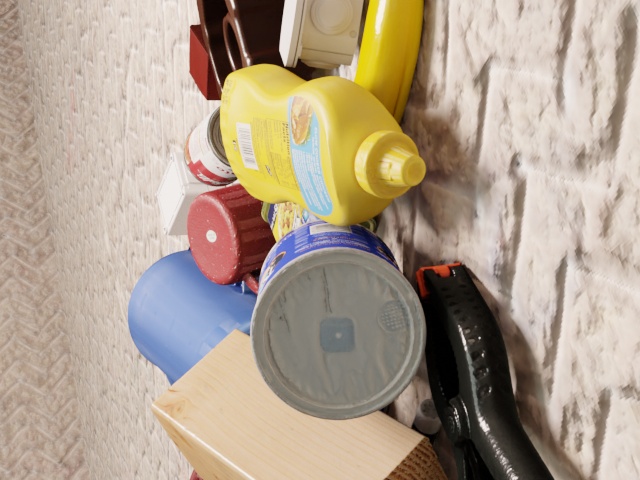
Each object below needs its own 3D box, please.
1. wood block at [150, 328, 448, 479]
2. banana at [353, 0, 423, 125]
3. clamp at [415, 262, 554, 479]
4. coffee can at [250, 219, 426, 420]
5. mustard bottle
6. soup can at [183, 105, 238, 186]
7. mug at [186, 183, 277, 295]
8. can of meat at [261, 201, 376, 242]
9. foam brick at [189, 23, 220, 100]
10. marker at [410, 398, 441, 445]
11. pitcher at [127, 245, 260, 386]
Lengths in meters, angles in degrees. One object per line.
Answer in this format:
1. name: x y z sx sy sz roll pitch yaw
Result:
1. wood block: -0.013 0.151 0.732 0.206 0.090 0.090 22 147 48
2. banana: 0.036 -0.112 0.718 0.198 0.037 0.070 107 150 -48
3. clamp: 0.095 0.104 0.609 0.165 0.036 0.210 111 150 -66
4. coffee can: 0.009 0.045 0.686 0.140 0.103 0.103 -99 6 -81
5. mustard bottle: 0.003 -0.060 0.697 0.192 0.058 0.096 22 126 55
6. soup can: -0.088 -0.093 1.028 0.102 0.068 0.068 162 101 -70
7. mug: -0.056 0.001 0.916 0.117 0.081 0.093 62 142 17
8. can of meat: -0.002 -0.018 0.826 0.102 0.057 0.084 107 148 -49
9. foam brick: -0.095 -0.175 1.045 0.078 0.053 0.051 -124 34 -53
10. marker: 0.064 0.154 0.745 0.121 0.020 0.020 103 153 -44
11. pitcher: -0.089 0.085 1.007 0.149 0.145 0.243 58 166 -22
